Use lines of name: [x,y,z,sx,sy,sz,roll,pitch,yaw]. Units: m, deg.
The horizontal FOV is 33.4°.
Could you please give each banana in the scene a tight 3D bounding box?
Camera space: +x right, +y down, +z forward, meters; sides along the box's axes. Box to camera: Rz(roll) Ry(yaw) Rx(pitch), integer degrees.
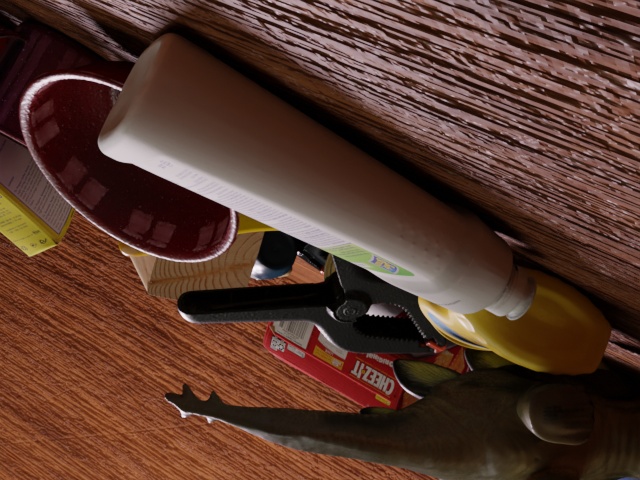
banana: [-0.046,-0.014,0.780,0.197,0.070,0.037,1,-145,-28]

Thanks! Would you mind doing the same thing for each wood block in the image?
wood block: [-0.132,-0.013,1.037,0.090,0.090,0.206,13,-168,-22]

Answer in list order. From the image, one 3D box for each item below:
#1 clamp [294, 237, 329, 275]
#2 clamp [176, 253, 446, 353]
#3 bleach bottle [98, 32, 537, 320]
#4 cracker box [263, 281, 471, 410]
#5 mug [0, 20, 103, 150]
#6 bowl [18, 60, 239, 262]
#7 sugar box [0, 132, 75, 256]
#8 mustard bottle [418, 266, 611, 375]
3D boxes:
clamp: [-0.009,0.001,1.108,0.120,0.039,0.171,31,176,38]
clamp: [0.009,0.044,0.803,0.209,0.165,0.036,33,-147,-36]
bleach bottle: [0.008,-0.022,0.586,0.250,0.068,0.103,28,173,-18]
cracker box: [0.066,0.104,1.128,0.164,0.072,0.213,27,-162,27]
mug: [-0.209,-0.111,0.776,0.093,0.081,0.117,25,175,41]
bowl: [-0.111,-0.060,0.686,0.162,0.055,0.162,21,144,16]
sugar box: [-0.263,-0.077,0.839,0.048,0.093,0.176,-21,130,31]
mustard bottle: [0.118,0.049,0.732,0.096,0.058,0.192,22,176,-7]
